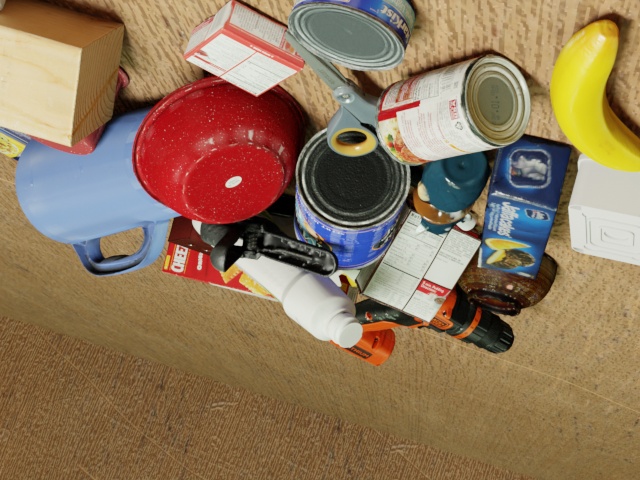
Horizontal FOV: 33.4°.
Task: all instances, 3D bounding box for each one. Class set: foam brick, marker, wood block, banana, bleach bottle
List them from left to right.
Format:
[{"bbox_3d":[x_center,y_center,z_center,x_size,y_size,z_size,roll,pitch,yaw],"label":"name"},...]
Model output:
[{"bbox_3d":[-0.285,-0.160,0.913,0.206,0.090,0.090,17,-154,7],"label":"wood block"},{"bbox_3d":[-0.126,-0.012,1.228,0.078,0.051,0.053,20,164,-33],"label":"foam brick"},{"bbox_3d":[-0.034,0.034,1.097,0.102,0.068,0.251,37,-177,-46],"label":"bleach bottle"},{"bbox_3d":[0.115,-0.043,1.045,0.020,0.020,0.121,4,159,42],"label":"marker"},{"bbox_3d":[0.198,-0.096,0.751,0.070,0.037,0.197,-11,153,27],"label":"banana"}]

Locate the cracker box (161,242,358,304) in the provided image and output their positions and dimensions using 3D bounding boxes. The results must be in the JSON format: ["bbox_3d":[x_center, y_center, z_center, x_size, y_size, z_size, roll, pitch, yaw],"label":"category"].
[{"bbox_3d":[-0.071,0.038,1.388,0.214,0.072,0.164,13,177,20],"label":"cracker box"}]

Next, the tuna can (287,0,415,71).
[{"bbox_3d":[0.023,-0.154,0.747,0.086,0.033,0.086,17,164,5],"label":"tuna can"}]

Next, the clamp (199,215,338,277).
[{"bbox_3d":[-0.057,0.001,1.009,0.120,0.039,0.171,12,-166,-18],"label":"clamp"}]

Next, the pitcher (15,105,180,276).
[{"bbox_3d":[-0.199,-0.061,1.106,0.243,0.145,0.149,-7,138,47],"label":"pitcher"}]

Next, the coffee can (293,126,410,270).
[{"bbox_3d":[0.027,-0.038,1.007,0.103,0.103,0.140,18,164,3],"label":"coffee can"}]

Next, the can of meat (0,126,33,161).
[{"bbox_3d":[-0.350,-0.130,1.210,0.083,0.057,0.102,29,162,-28],"label":"can of meat"}]

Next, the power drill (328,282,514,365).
[{"bbox_3d":[0.110,0.097,1.261,0.184,0.057,0.188,32,145,-28],"label":"power drill"}]

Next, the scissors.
[{"bbox_3d":[0.010,-0.111,0.865,0.096,0.016,0.201,-22,149,38],"label":"scissors"}]

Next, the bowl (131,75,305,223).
[{"bbox_3d":[-0.083,-0.067,0.950,0.162,0.055,0.162,-12,136,-12],"label":"bowl"}]

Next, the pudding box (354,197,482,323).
[{"bbox_3d":[0.102,0.021,1.116,0.090,0.114,0.039,24,-161,-16],"label":"pudding box"}]

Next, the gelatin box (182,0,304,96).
[{"bbox_3d":[-0.060,-0.153,0.854,0.073,0.030,0.089,24,163,-23],"label":"gelatin box"}]

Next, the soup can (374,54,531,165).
[{"bbox_3d":[0.098,-0.096,0.797,0.068,0.068,0.102,28,161,-29],"label":"soup can"}]
